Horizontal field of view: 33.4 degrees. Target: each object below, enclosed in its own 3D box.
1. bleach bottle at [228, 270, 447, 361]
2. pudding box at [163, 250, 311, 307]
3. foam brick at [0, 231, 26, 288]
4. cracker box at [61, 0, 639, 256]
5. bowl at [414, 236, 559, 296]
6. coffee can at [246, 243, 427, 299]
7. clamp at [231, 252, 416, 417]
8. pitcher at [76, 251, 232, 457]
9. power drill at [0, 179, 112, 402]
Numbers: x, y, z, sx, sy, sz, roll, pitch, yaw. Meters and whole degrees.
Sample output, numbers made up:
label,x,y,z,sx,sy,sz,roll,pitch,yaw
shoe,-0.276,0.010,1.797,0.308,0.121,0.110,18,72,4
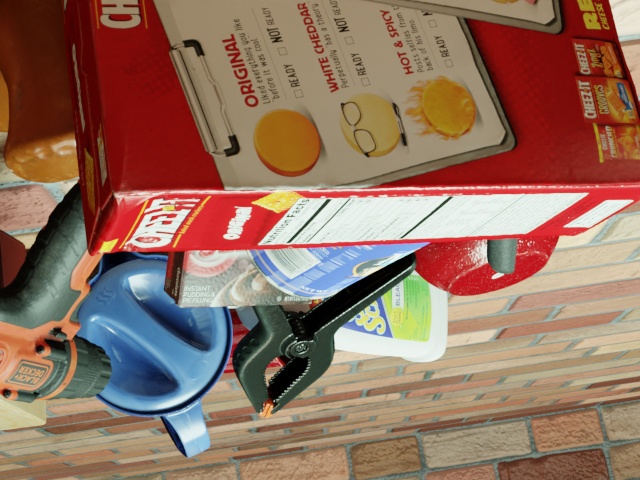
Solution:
label,x,y,z,sx,sy,sz,roll,pitch,yaw
bleach bottle,0.010,0.062,1.005,0.250,0.102,0.068,6,172,-38
pudding box,-0.055,0.001,0.791,0.113,0.090,0.039,0,-161,-31
foam brick,-0.260,0.037,0.830,0.053,0.078,0.051,-13,163,7
cracker box,0.010,-0.082,0.420,0.213,0.164,0.072,-2,160,-21
bowl,0.147,0.006,0.935,0.162,0.055,0.162,-14,159,-6
coffee can,0.023,-0.029,0.710,0.102,0.103,0.141,2,160,-32
clamp,-0.012,0.077,0.927,0.164,0.036,0.210,-3,135,-22
pitcher,-0.157,0.107,0.975,0.145,0.149,0.243,20,166,-8
power drill,-0.148,0.022,0.687,0.187,0.057,0.184,-54,159,0
